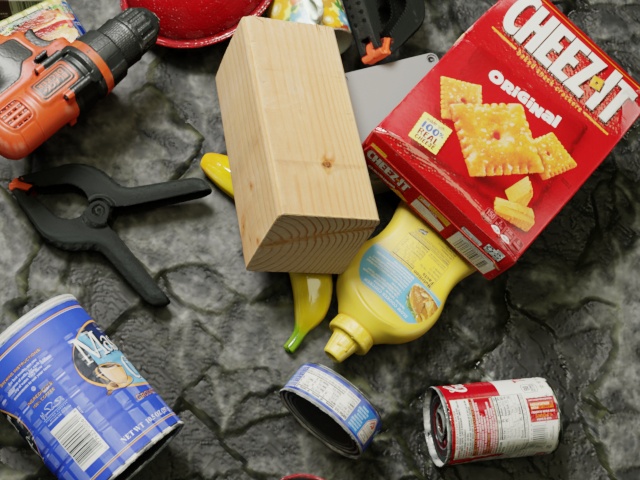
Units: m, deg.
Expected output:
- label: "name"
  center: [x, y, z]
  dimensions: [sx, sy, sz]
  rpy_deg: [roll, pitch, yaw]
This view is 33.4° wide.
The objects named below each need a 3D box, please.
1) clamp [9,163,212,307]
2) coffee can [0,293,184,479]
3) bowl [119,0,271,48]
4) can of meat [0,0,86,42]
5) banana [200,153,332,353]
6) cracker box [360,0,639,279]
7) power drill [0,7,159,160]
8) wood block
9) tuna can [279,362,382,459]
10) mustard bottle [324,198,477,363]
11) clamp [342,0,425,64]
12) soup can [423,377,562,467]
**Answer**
- label: "clamp"
  center: [-0.183, -0.028, 0.935]
  dimensions: [0.171, 0.039, 0.120]
  rpy_deg: [28, 68, 1]
- label: "coffee can"
  center: [-0.192, 0.128, 0.847]
  dimensions: [0.102, 0.103, 0.140]
  rpy_deg: [-40, 82, -19]
- label: "bowl"
  center: [-0.118, -0.259, 0.986]
  dimensions: [0.162, 0.055, 0.162]
  rpy_deg: [-5, 64, 10]
- label: "can of meat"
  center: [-0.250, -0.159, 0.959]
  dimensions: [0.102, 0.057, 0.084]
  rpy_deg: [-30, 77, -17]
- label: "banana"
  center: [-0.038, -0.002, 0.950]
  dimensions: [0.069, 0.037, 0.198]
  rpy_deg: [-22, 76, -18]
- label: "cracker box"
  center: [0.162, -0.099, 0.930]
  dimensions: [0.164, 0.072, 0.213]
  rpy_deg: [43, 71, 0]
- label: "power drill"
  center: [-0.255, -0.179, 0.904]
  dimensions: [0.188, 0.057, 0.184]
  rpy_deg: [39, 63, 10]
- label: "wood block"
  center: [-0.025, -0.083, 0.922]
  dimensions: [0.090, 0.090, 0.206]
  rpy_deg: [3, 57, -23]
- label: "tuna can"
  center: [0.009, 0.140, 0.885]
  dimensions: [0.086, 0.086, 0.033]
  rpy_deg: [39, 68, 5]
- label: "mustard bottle"
  center: [0.071, 0.034, 0.945]
  dimensions: [0.096, 0.058, 0.191]
  rpy_deg: [43, 70, 0]
- label: "clamp"
  center: [0.055, -0.264, 1.012]
  dimensions: [0.164, 0.036, 0.210]
  rpy_deg: [30, 58, -27]
- label: "soup can"
  center: [0.146, 0.154, 0.912]
  dimensions: [0.102, 0.068, 0.068]
  rpy_deg: [-4, 72, -11]
